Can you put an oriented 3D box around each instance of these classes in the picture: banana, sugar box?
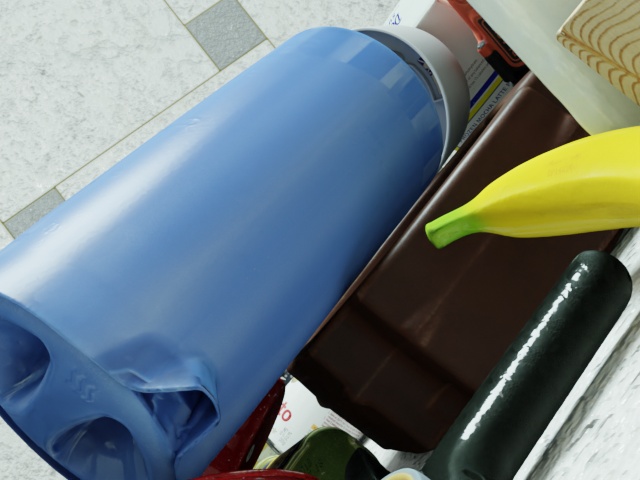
[{"bbox_3d":[0.113,-0.015,0.390,0.069,0.037,0.198,-42,13,-18],"label":"banana"},{"bbox_3d":[0.116,-0.097,0.683,0.093,0.176,0.048,-52,28,35],"label":"sugar box"}]

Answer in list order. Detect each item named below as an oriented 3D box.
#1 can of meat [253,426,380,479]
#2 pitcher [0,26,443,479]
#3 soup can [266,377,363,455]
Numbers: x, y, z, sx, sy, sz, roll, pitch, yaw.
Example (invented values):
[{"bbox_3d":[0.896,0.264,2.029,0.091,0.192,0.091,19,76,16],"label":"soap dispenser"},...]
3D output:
[{"bbox_3d":[-0.019,0.155,0.578,0.102,0.057,0.084,-50,0,-34],"label":"can of meat"},{"bbox_3d":[-0.053,0.001,0.512,0.242,0.149,0.145,-46,-14,-34],"label":"pitcher"},{"bbox_3d":[0.011,0.115,0.774,0.102,0.068,0.068,-51,-1,4],"label":"soup can"}]
